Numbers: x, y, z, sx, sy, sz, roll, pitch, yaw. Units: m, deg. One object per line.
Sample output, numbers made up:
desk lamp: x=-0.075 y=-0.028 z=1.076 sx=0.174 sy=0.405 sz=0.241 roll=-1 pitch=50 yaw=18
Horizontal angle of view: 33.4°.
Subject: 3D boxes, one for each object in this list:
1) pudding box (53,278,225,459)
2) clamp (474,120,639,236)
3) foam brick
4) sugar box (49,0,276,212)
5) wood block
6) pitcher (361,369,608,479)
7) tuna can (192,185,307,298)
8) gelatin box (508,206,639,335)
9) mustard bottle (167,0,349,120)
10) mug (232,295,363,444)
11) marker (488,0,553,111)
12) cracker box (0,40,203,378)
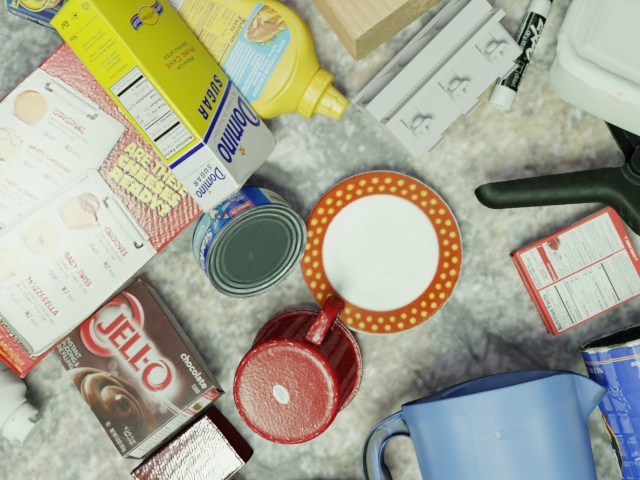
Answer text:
pudding box: x=-0.142 y=0.101 z=0.837 sx=0.090 sy=0.039 sz=0.113 roll=-39 pitch=72 yaw=1
clamp: x=0.244 y=-0.065 z=0.820 sx=0.210 sy=0.036 sz=0.164 roll=22 pitch=77 yaw=9
foam brick: x=-0.100 y=0.175 z=0.839 sx=0.078 sy=0.053 sz=0.051 roll=-38 pitch=87 yaw=0
sugar box: x=-0.110 y=-0.114 z=0.785 sx=0.048 sy=0.093 sz=0.176 roll=-35 pitch=102 yaw=30
wood block: x=0.003 y=-0.254 z=0.827 sx=0.090 sy=0.091 sz=0.206 roll=-36 pitch=88 yaw=1
pitcher: x=0.137 y=0.220 z=0.777 sx=0.144 sy=0.149 sz=0.243 roll=-7 pitch=82 yaw=-35
tuna can: x=-0.055 y=0.001 z=0.827 sx=0.086 sy=0.086 sz=0.034 roll=-42 pitch=46 yaw=1
gelatin box: x=0.205 y=0.024 z=0.842 sx=0.089 sy=0.030 sz=0.073 roll=-26 pitch=89 yaw=1
mustard bottle: x=-0.063 y=-0.151 z=0.843 sx=0.191 sy=0.058 sz=0.096 roll=31 pitch=98 yaw=3
mug: x=-0.013 y=0.095 z=0.811 sx=0.093 sy=0.081 sz=0.117 roll=31 pitch=103 yaw=5
marker: x=0.166 y=-0.162 z=0.854 sx=0.020 sy=0.020 sz=0.121 roll=22 pitch=89 yaw=3
cracker box: x=-0.209 y=-0.028 z=0.823 sx=0.213 sy=0.072 sz=0.164 roll=-43 pitch=106 yaw=0
